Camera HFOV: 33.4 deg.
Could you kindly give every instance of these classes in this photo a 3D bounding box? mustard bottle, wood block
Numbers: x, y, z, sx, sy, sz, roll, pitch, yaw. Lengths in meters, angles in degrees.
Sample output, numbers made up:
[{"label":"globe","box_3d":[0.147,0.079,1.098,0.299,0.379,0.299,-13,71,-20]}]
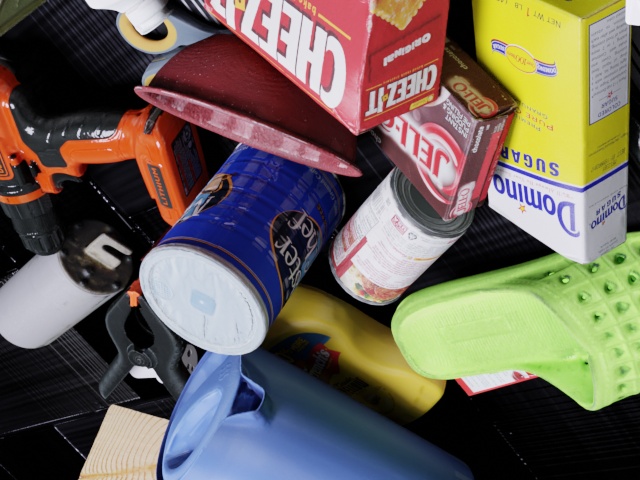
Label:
[{"label":"mustard bottle","box_3d":[0.005,0.084,0.878,0.191,0.058,0.096,30,146,-14]},{"label":"wood block","box_3d":[-0.147,0.252,1.093,0.091,0.090,0.206,11,157,25]}]

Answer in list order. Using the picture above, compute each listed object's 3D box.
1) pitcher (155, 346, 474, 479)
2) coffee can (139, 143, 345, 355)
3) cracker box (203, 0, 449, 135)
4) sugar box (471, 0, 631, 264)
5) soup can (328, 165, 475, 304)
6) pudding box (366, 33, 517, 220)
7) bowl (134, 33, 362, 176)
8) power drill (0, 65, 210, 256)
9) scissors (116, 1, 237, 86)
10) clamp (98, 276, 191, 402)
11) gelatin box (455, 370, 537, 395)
[{"label":"pitcher","box_3d":[-0.004,0.183,0.865,0.242,0.149,0.145,29,105,-17]},{"label":"coffee can","box_3d":[-0.055,0.001,0.800,0.103,0.140,0.103,18,137,18]},{"label":"cracker box","box_3d":[-0.001,-0.190,0.584,0.164,0.072,0.214,44,148,33]},{"label":"sugar box","box_3d":[0.139,-0.077,0.644,0.093,0.048,0.176,40,149,45]},{"label":"soup can","box_3d":[0.058,-0.006,0.775,0.068,0.068,0.102,36,139,-3]},{"label":"pudding box","box_3d":[0.068,-0.083,0.676,0.114,0.039,0.090,54,152,31]},{"label":"bowl","box_3d":[-0.039,-0.095,0.713,0.162,0.055,0.162,21,179,0]},{"label":"power drill","box_3d":[-0.185,-0.053,0.856,0.188,0.057,0.184,5,134,17]},{"label":"scissors","box_3d":[-0.074,-0.154,0.757,0.202,0.016,0.096,-23,115,44]},{"label":"clamp","box_3d":[-0.168,0.102,0.993,0.120,0.039,0.171,3,125,17]},{"label":"gelatin box","box_3d":[0.133,0.079,0.838,0.089,0.030,0.073,-25,113,43]}]
